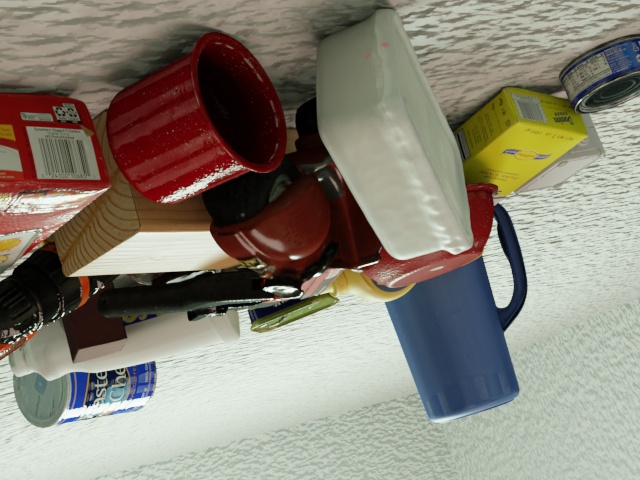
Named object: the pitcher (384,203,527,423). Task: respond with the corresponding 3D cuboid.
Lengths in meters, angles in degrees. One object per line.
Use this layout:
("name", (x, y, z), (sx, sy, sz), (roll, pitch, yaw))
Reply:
("pitcher", (0.149, 0.074, 1.210), (0.144, 0.243, 0.149), (-11, 169, -40))

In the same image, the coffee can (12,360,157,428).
("coffee can", (-0.285, 0.167, 1.296), (0.103, 0.103, 0.140), (-29, 163, 35))

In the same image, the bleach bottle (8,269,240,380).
("bleach bottle", (-0.214, 0.098, 1.140), (0.251, 0.102, 0.068), (-19, 128, 6))

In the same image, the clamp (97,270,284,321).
("clamp", (-0.105, 0.047, 0.909), (0.120, 0.039, 0.172), (-3, 170, -43))

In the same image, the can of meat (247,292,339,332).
("can of meat", (-0.041, 0.046, 1.189), (0.102, 0.084, 0.057), (-23, 166, 17))

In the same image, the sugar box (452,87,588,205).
("sugar box", (0.156, -0.074, 1.012), (0.093, 0.048, 0.177), (6, 147, -33))

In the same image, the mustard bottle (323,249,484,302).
("mustard bottle", (0.071, 0.010, 1.110), (0.191, 0.096, 0.058), (-25, -173, -17))

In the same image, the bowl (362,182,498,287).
("bowl", (0.096, 0.002, 0.983), (0.162, 0.055, 0.162), (-19, 169, -4))

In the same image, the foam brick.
("foam brick", (-0.230, 0.076, 1.071), (0.051, 0.078, 0.053), (-11, 164, -23))

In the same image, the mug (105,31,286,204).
("mug", (-0.076, -0.077, 0.686), (0.082, 0.093, 0.117), (-21, -171, 29))

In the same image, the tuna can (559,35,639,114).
("tuna can", (0.259, -0.146, 0.947), (0.086, 0.034, 0.086), (-18, 166, -5))

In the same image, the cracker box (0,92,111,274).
("cracker box", (-0.262, -0.020, 0.678), (0.163, 0.072, 0.214), (-3, 160, -46))

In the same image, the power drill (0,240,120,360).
("power drill", (-0.231, 0.050, 0.834), (0.188, 0.057, 0.184), (-28, -173, 38))

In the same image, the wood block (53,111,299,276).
("wood block", (-0.096, -0.032, 0.810), (0.091, 0.090, 0.205), (-28, 164, 36))
